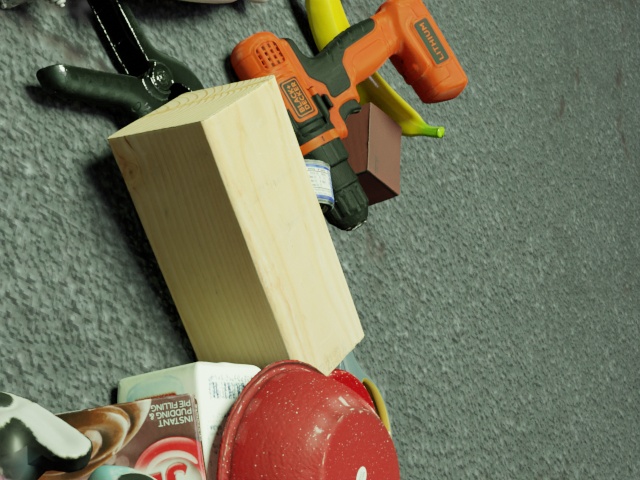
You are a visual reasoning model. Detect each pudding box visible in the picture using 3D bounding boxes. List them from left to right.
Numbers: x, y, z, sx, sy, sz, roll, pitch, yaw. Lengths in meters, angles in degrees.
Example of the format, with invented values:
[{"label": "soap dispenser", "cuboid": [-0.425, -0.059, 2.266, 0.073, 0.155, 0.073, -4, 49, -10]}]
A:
[{"label": "pudding box", "cuboid": [-0.122, 0.142, 0.620, 0.039, 0.113, 0.090, 115, -34, -75]}]

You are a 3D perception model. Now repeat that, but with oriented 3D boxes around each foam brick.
[{"label": "foam brick", "cuboid": [0.040, -0.078, 0.989, 0.053, 0.051, 0.078, 35, 49, -41]}]

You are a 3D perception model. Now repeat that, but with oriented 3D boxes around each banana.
[{"label": "banana", "cuboid": [0.039, -0.168, 1.013, 0.197, 0.070, 0.037, 49, 45, -12]}]

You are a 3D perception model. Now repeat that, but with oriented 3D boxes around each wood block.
[{"label": "wood block", "cuboid": [-0.055, 0.001, 0.755, 0.090, 0.091, 0.206, -42, 119, -48]}]

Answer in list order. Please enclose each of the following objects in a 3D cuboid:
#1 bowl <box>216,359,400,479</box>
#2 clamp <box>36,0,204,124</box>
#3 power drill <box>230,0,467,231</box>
[{"label": "bowl", "cuboid": [0.005, 0.155, 0.684, 0.161, 0.055, 0.162, 20, 65, -52]}, {"label": "clamp", "cuboid": [-0.131, -0.124, 0.781, 0.171, 0.039, 0.120, 35, 54, -47]}, {"label": "power drill", "cuboid": [0.037, -0.121, 0.925, 0.187, 0.057, 0.184, -31, 92, -28]}]
